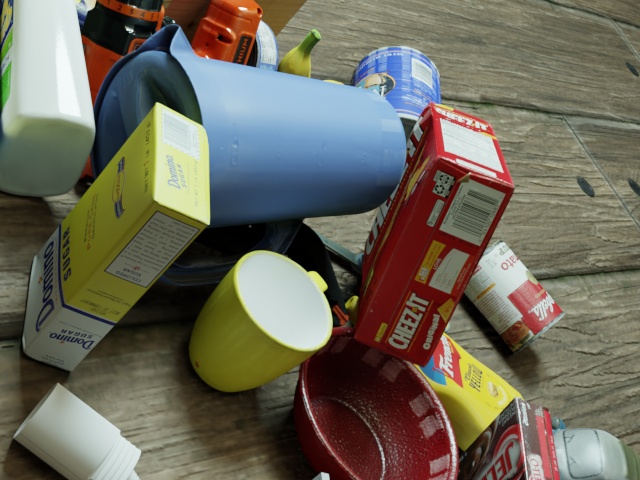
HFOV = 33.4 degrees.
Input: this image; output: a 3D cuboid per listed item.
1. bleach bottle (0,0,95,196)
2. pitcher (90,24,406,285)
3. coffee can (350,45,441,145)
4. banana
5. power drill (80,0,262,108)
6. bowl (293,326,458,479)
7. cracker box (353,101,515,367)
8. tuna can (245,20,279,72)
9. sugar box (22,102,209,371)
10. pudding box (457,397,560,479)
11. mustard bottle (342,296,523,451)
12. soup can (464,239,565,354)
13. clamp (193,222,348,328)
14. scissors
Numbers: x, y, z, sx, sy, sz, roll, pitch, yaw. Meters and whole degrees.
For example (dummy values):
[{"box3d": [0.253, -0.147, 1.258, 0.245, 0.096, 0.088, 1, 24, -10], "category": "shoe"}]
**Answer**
[{"box3d": [-0.223, -0.164, 0.832, 0.068, 0.103, 0.251, 5, 55, -27], "category": "bleach bottle"}, {"box3d": [-0.048, -0.062, 0.835, 0.242, 0.149, 0.145, -2, 54, -46], "category": "pitcher"}, {"box3d": [0.081, -0.131, 1.156, 0.102, 0.103, 0.140, 32, 36, -21], "category": "coffee can"}, {"box3d": [-0.011, -0.158, 1.096, 0.037, 0.069, 0.197, 61, 4, 9], "category": "banana"}, {"box3d": [-0.129, -0.188, 0.933, 0.057, 0.184, 0.187, 32, 21, 24], "category": "power drill"}, {"box3d": [0.033, 0.150, 0.848, 0.162, 0.055, 0.162, 29, 37, -25], "category": "bowl"}, {"box3d": [0.090, -0.014, 0.904, 0.072, 0.164, 0.213, 22, 19, -4], "category": "cracker box"}, {"box3d": [-0.082, -0.177, 1.041, 0.033, 0.086, 0.086, 0, 55, -51], "category": "tuna can"}, {"box3d": [-0.138, 0.001, 0.706, 0.048, 0.176, 0.093, 27, 37, -30], "category": "sugar box"}, {"box3d": [0.149, 0.197, 0.872, 0.039, 0.114, 0.090, 19, 40, -13], "category": "pudding box"}, {"box3d": [0.097, 0.115, 0.954, 0.191, 0.058, 0.096, 39, 31, -10], "category": "mustard bottle"}, {"box3d": [0.196, 0.058, 1.115, 0.102, 0.069, 0.068, 51, 33, 8], "category": "soup can"}, {"box3d": [-0.056, 0.001, 0.900, 0.210, 0.036, 0.164, 55, 44, -8], "category": "clamp"}, {"box3d": [0.051, 0.019, 1.045, 0.201, 0.016, 0.096, 41, 32, -8], "category": "scissors"}]
